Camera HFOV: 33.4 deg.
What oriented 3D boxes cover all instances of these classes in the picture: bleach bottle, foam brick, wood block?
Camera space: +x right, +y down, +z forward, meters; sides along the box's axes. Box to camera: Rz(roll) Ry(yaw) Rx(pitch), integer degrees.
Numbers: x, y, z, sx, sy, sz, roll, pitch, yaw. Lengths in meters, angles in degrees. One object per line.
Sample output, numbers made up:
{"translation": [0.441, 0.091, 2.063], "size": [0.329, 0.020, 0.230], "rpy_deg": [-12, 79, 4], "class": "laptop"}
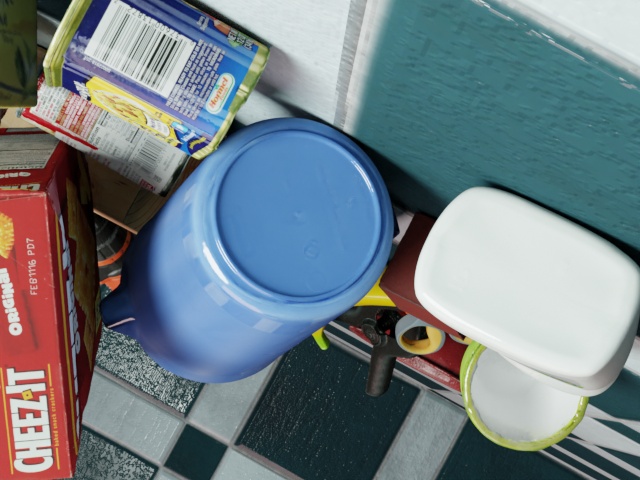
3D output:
{"translation": [0.121, 0.044, 0.591], "size": [0.103, 0.068, 0.250], "rpy_deg": [27, 175, 17], "class": "bleach bottle"}
{"translation": [0.075, 0.024, 0.665], "size": [0.051, 0.053, 0.078], "rpy_deg": [27, 173, 18], "class": "foam brick"}
{"translation": [-0.190, -0.081, 0.818], "size": [0.206, 0.090, 0.090], "rpy_deg": [26, 173, 21], "class": "wood block"}

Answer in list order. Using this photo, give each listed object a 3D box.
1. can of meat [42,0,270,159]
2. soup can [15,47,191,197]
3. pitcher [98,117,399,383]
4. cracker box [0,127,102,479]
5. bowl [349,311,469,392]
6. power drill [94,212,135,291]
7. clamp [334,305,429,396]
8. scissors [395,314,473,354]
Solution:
{"translation": [-0.077, -0.081, 0.494], "size": [0.084, 0.057, 0.102], "rpy_deg": [28, 174, -12], "class": "can of meat"}
{"translation": [-0.124, -0.079, 0.651], "size": [0.102, 0.068, 0.068], "rpy_deg": [30, 173, -11], "class": "soup can"}
{"translation": [-0.034, 0.008, 0.649], "size": [0.145, 0.149, 0.243], "rpy_deg": [32, 162, -8], "class": "pitcher"}
{"translation": [-0.178, 0.027, 0.651], "size": [0.072, 0.164, 0.214], "rpy_deg": [-4, -164, -7], "class": "cracker box"}
{"translation": [0.113, 0.107, 1.115], "size": [0.162, 0.055, 0.162], "rpy_deg": [29, 173, 3], "class": "bowl"}
{"translation": [-0.224, -0.049, 0.968], "size": [0.188, 0.057, 0.184], "rpy_deg": [59, 173, 24], "class": "power drill"}
{"translation": [0.050, 0.075, 1.011], "size": [0.120, 0.039, 0.172], "rpy_deg": [45, 144, 5], "class": "clamp"}
{"translation": [0.106, 0.052, 0.861], "size": [0.096, 0.016, 0.202], "rpy_deg": [1, 154, -3], "class": "scissors"}
